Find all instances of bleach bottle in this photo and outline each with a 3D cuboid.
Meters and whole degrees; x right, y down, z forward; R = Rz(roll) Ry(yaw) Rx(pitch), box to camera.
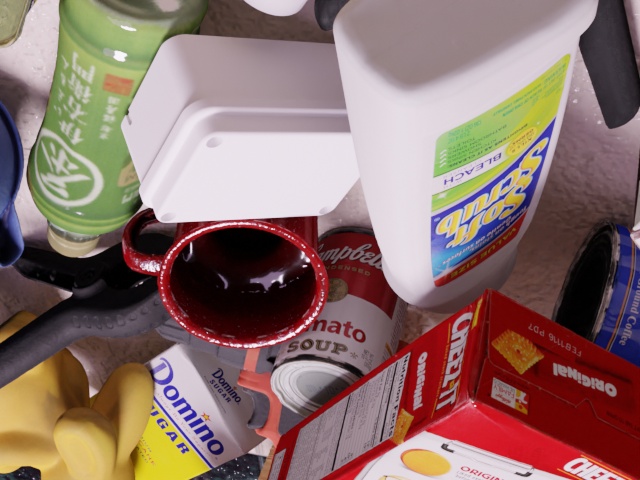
[{"bbox_3d":[0.070,-0.032,0.512,0.102,0.068,0.251,-31,152,-8],"label":"bleach bottle"}]

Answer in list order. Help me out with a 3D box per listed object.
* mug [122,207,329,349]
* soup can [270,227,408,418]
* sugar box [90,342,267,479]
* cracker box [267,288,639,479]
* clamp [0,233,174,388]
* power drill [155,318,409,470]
[{"bbox_3d":[-0.054,0.001,0.610,0.117,0.081,0.093,1,128,-1],"label":"mug"},{"bbox_3d":[0.014,0.052,0.643,0.068,0.102,0.068,11,140,9],"label":"soup can"},{"bbox_3d":[-0.117,0.137,0.806,0.177,0.048,0.093,-34,87,45],"label":"sugar box"},{"bbox_3d":[0.087,0.125,0.563,0.164,0.072,0.214,27,141,-16],"label":"cracker box"},{"bbox_3d":[-0.150,0.042,0.689,0.172,0.120,0.039,-10,139,24],"label":"clamp"},{"bbox_3d":[-0.044,0.131,0.703,0.184,0.187,0.057,15,178,4],"label":"power drill"}]
